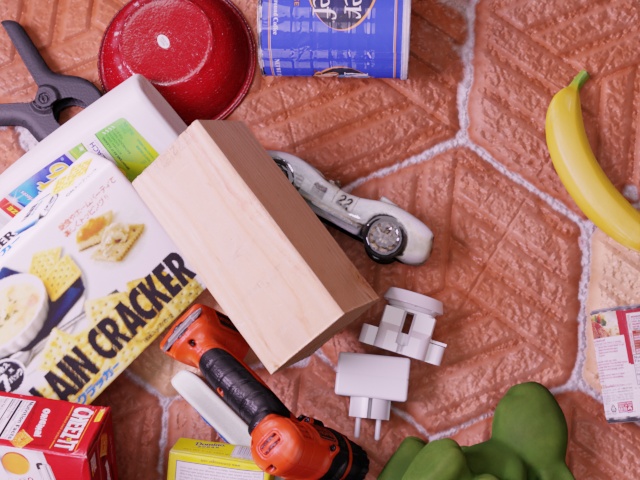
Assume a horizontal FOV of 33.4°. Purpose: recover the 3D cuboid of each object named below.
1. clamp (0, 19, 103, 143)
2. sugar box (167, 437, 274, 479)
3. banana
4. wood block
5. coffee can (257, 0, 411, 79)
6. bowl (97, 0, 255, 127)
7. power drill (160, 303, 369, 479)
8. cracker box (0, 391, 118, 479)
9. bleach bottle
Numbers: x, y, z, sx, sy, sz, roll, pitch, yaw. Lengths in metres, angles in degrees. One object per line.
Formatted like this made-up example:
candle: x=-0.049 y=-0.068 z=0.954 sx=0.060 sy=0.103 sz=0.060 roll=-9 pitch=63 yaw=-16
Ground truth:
clamp: x=-0.280 y=-0.130 z=1.056 sx=0.171 sy=0.039 sz=0.120 roll=35 pitch=86 yaw=8
sugar box: x=-0.093 y=0.271 z=0.951 sx=0.093 sy=0.048 sz=0.176 roll=7 pitch=101 yaw=6
banana: x=0.261 y=-0.067 z=1.011 sx=0.069 sy=0.037 sz=0.198 roll=-21 pitch=80 yaw=1
wood block: x=-0.056 y=0.002 z=0.929 sx=0.090 sy=0.090 sz=0.206 roll=-41 pitch=79 yaw=21
coffee can: x=0.015 y=-0.206 z=1.017 sx=0.140 sy=0.103 sz=0.103 roll=2 pitch=81 yaw=4
bowl: x=-0.147 y=-0.187 z=1.049 sx=0.162 sy=0.055 sz=0.162 roll=-1 pitch=80 yaw=4
power drill: x=-0.045 y=0.144 z=0.948 sx=0.057 sy=0.184 sz=0.188 roll=-49 pitch=61 yaw=1
cracker box: x=-0.282 y=0.205 z=0.909 sx=0.214 sy=0.072 sz=0.164 roll=7 pitch=124 yaw=7
bleach bottle: x=-0.242 y=-0.047 z=1.016 sx=0.251 sy=0.068 sz=0.102 roll=-35 pitch=115 yaw=10
